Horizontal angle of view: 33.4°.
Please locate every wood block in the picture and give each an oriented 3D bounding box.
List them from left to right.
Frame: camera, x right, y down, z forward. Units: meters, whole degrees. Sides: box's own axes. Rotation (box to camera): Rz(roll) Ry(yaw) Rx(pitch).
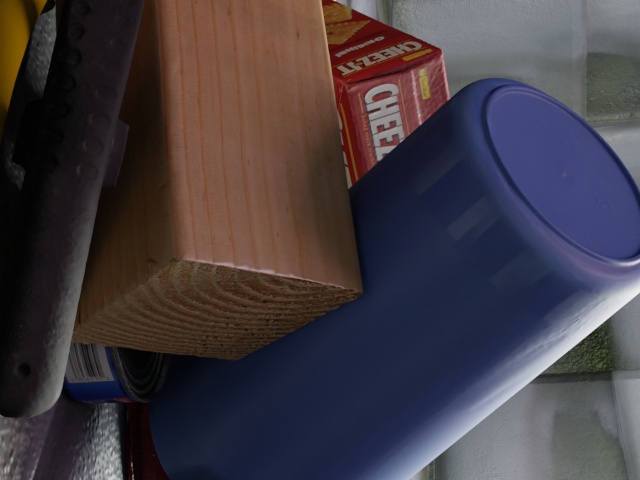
[{"bbox_3d":[-0.055,-0.063,0.462,0.090,0.091,0.206,12,60,-38],"label":"wood block"}]

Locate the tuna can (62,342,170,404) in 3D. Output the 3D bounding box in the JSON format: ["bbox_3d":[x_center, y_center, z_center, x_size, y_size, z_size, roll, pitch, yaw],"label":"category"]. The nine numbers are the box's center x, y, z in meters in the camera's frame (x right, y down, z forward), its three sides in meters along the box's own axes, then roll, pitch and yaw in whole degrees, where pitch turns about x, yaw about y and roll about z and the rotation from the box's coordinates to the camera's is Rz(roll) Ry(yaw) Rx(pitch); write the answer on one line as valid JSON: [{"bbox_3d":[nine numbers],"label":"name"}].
[{"bbox_3d":[-0.098,0.033,0.497,0.086,0.034,0.086,-4,90,-81],"label":"tuna can"}]

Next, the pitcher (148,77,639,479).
[{"bbox_3d":[0.034,0.034,0.504,0.144,0.243,0.149,5,53,-40],"label":"pitcher"}]

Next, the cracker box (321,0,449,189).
[{"bbox_3d":[0.018,-0.065,0.713,0.214,0.072,0.164,-133,-155,-59],"label":"cracker box"}]

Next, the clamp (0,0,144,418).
[{"bbox_3d":[-0.085,-0.025,0.359,0.120,0.039,0.171,-142,-117,-67],"label":"clamp"}]
